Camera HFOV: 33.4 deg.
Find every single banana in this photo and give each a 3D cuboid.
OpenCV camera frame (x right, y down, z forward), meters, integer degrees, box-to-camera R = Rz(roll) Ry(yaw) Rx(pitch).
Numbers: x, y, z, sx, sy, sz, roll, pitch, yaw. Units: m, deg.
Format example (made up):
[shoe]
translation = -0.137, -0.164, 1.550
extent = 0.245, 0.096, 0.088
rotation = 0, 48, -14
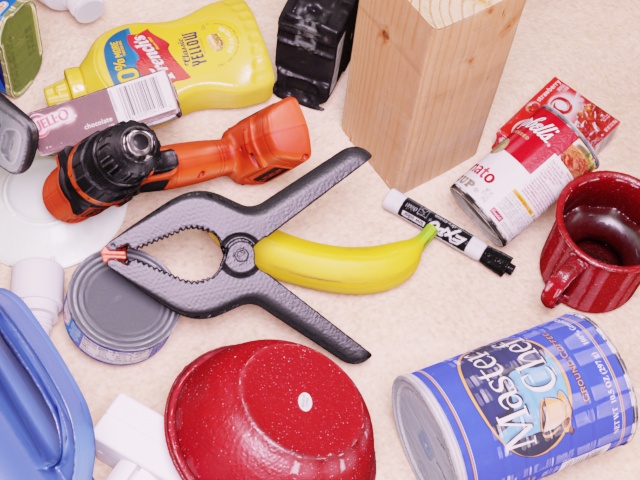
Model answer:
[banana]
translation = -0.006, 0.009, 0.854
extent = 0.198, 0.037, 0.069
rotation = 7, 43, -1

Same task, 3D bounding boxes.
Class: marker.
[marker]
translation = 0.106, -0.006, 0.879
extent = 0.121, 0.020, 0.020
rotation = 31, 61, 14

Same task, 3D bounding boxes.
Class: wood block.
[wood block]
translation = 0.084, -0.141, 0.852
extent = 0.090, 0.206, 0.091
rotation = -28, 65, -20

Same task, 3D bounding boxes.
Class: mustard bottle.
[mustard bottle]
translation = -0.143, -0.146, 0.924
extent = 0.191, 0.058, 0.096
rotation = -16, 72, -13

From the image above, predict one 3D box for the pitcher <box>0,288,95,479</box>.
[pitcher]
translation = -0.205, 0.159, 0.685
extent = 0.144, 0.149, 0.243
rotation = -34, 70, -22

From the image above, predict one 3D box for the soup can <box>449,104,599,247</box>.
[soup can]
translation = 0.164, -0.051, 0.865
extent = 0.102, 0.068, 0.068
rotation = -41, 67, 0

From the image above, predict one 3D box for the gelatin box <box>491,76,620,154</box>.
[gelatin box]
translation = 0.206, -0.093, 0.934
extent = 0.073, 0.030, 0.089
rotation = 39, 63, 19

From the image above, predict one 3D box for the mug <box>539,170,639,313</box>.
[mug]
translation = 0.214, 0.012, 0.839
extent = 0.093, 0.081, 0.117
rotation = 39, 63, 18

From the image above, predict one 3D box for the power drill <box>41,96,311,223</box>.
[power drill]
translation = -0.104, -0.064, 0.807
extent = 0.187, 0.185, 0.057
rotation = -13, 89, -30

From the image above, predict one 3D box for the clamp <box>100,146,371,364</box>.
[clamp]
translation = -0.055, 0.001, 0.798
extent = 0.210, 0.036, 0.164
rotation = 7, 87, -9

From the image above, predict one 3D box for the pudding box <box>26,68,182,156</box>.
[pudding box]
translation = -0.167, -0.099, 0.840
extent = 0.113, 0.090, 0.039
rotation = -17, 97, -4

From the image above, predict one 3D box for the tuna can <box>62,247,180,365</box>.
[tuna can]
translation = -0.150, 0.050, 0.805
extent = 0.086, 0.034, 0.086
rotation = 10, 58, -17

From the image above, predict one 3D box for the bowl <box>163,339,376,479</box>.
[bowl]
translation = -0.023, 0.123, 0.734
extent = 0.162, 0.055, 0.162
rotation = 17, 43, -17

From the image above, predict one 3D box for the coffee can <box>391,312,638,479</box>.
[coffee can]
translation = 0.135, 0.121, 0.754
extent = 0.140, 0.103, 0.103
rotation = -18, 61, -15

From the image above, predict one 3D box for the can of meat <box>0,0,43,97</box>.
[can of meat]
translation = -0.288, -0.178, 0.909
extent = 0.084, 0.102, 0.057
rotation = 25, 59, 9
